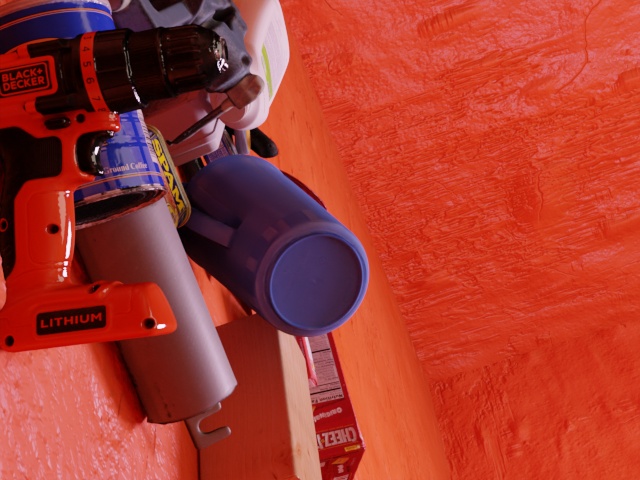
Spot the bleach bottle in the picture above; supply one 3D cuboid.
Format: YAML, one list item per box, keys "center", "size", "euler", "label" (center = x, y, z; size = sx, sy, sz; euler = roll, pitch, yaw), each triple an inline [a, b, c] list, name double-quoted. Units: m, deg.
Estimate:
- center: [-0.078, -0.184, 1.105]
  size: [0.250, 0.068, 0.102]
  euler: [-83, 160, -65]
  label: "bleach bottle"

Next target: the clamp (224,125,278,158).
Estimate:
- center: [-0.128, -0.149, 1.369]
  size: [0.210, 0.036, 0.165]
  euler: [60, -31, 19]
  label: "clamp"

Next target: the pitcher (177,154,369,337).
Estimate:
- center: [-0.057, 0.001, 1.025]
  size: [0.243, 0.149, 0.145]
  euler: [36, -33, 64]
  label: "pitcher"

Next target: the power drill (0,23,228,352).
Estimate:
- center: [-0.136, -0.032, 0.643]
  size: [0.057, 0.184, 0.187]
  euler: [22, 59, -80]
  label: "power drill"

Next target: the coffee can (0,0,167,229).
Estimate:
- center: [-0.174, -0.084, 0.729]
  size: [0.102, 0.103, 0.140]
  euler: [9, 63, -82]
  label: "coffee can"

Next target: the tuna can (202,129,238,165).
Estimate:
- center: [-0.114, -0.095, 1.255]
  size: [0.086, 0.034, 0.086]
  euler: [63, 2, -5]
  label: "tuna can"

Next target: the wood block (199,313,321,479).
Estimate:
- center: [-0.058, 0.174, 0.998]
  size: [0.206, 0.091, 0.090]
  euler: [-100, 169, -49]
  label: "wood block"

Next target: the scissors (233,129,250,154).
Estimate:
- center: [-0.094, -0.126, 1.193]
  size: [0.201, 0.016, 0.096]
  euler: [-82, 170, -67]
  label: "scissors"

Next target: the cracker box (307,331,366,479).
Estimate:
- center: [-0.010, 0.176, 1.266]
  size: [0.164, 0.072, 0.214]
  euler: [98, -22, -64]
  label: "cracker box"
